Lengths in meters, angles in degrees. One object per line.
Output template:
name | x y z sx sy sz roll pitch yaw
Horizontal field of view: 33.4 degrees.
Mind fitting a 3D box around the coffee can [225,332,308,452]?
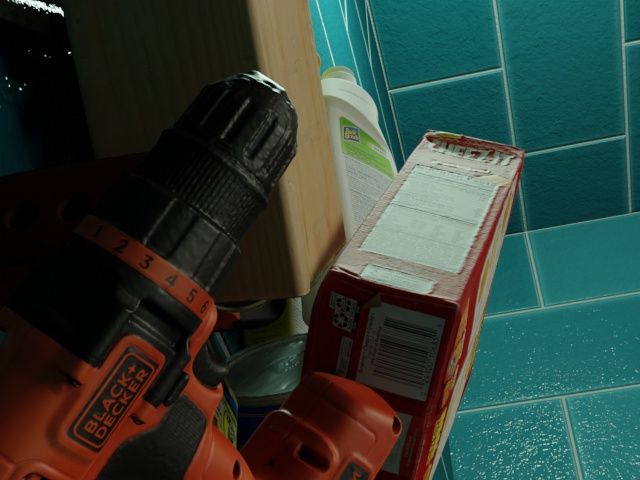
coffee can | -0.009 0.146 0.719 0.102 0.103 0.140 -71 150 -72

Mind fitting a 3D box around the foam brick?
foam brick | -0.091 0.003 0.434 0.051 0.078 0.053 73 11 -45

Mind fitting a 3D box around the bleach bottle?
bleach bottle | 0.028 -0.035 0.826 0.102 0.068 0.251 30 41 -35

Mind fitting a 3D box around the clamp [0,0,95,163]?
clamp | -0.111 -0.077 0.532 0.210 0.036 0.164 -79 159 -58

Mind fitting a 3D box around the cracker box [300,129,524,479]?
cracker box | 0.050 0.050 0.595 0.213 0.072 0.164 -53 156 -60

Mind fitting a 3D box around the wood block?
wood block | -0.055 -0.082 0.493 0.090 0.091 0.206 -51 134 -68

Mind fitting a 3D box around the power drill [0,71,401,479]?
power drill | -0.038 0.053 0.406 0.184 0.057 0.187 -54 139 -10
